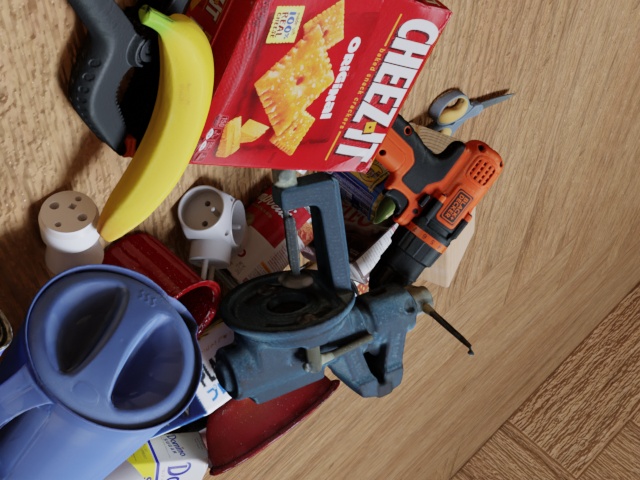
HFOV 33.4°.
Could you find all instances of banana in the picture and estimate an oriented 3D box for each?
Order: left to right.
[{"bbox_3d":[-0.112,-0.082,0.739,0.069,0.037,0.198,-8,135,-30],"label":"banana"}]

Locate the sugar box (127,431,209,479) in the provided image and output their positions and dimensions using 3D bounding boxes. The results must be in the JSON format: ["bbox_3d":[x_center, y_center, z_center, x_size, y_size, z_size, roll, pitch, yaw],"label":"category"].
[{"bbox_3d":[-0.207,0.244,1.079,0.175,0.048,0.093,4,127,-33],"label":"sugar box"}]

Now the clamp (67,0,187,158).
[{"bbox_3d":[-0.118,-0.146,0.718,0.164,0.036,0.210,-37,155,-34],"label":"clamp"}]

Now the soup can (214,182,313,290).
[{"bbox_3d":[-0.057,0.001,1.029,0.102,0.068,0.068,-45,157,-11],"label":"soup can"}]

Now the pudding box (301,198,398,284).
[{"bbox_3d":[0.036,-0.007,1.136,0.090,0.114,0.039,-43,128,-18],"label":"pudding box"}]

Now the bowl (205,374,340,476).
[{"bbox_3d":[-0.060,0.168,1.080,0.162,0.055,0.162,-35,-179,0],"label":"bowl"}]

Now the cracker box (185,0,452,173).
[{"bbox_3d":[-0.014,-0.137,0.836,0.213,0.072,0.164,-1,128,-47],"label":"cracker box"}]

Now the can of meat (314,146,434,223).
[{"bbox_3d":[0.058,-0.076,1.101,0.102,0.084,0.057,-40,156,-23],"label":"can of meat"}]

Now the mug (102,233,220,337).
[{"bbox_3d":[-0.154,0.056,0.911,0.117,0.082,0.093,-48,158,-6],"label":"mug"}]

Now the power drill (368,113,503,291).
[{"bbox_3d":[0.057,-0.054,1.018,0.184,0.187,0.057,-53,-160,4],"label":"power drill"}]

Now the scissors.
[{"bbox_3d":[0.174,-0.145,1.303,0.096,0.016,0.201,-57,157,21],"label":"scissors"}]

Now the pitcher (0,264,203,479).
[{"bbox_3d":[-0.207,0.136,0.824,0.149,0.145,0.243,21,138,-22],"label":"pitcher"}]
